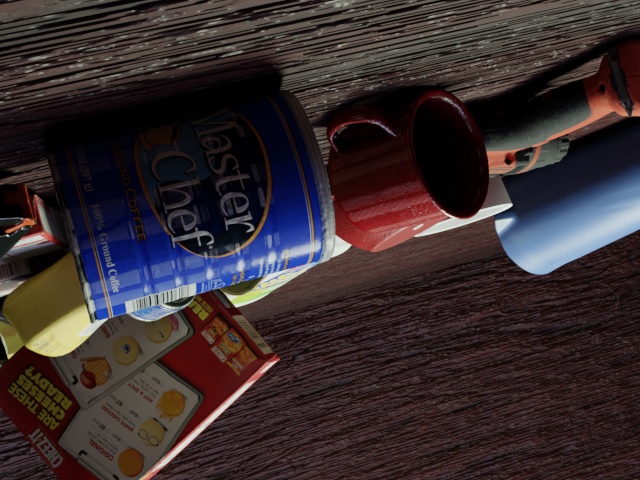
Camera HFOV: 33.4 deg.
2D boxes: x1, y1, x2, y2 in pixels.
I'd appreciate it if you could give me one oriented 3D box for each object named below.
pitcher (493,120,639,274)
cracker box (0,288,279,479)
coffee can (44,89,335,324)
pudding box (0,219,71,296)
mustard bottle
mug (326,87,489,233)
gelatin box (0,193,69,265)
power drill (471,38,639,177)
[{"bbox_3d":[0.336,-0.057,1.263,0.243,0.145,0.149,-27,-161,47],"label":"pitcher"},{"bbox_3d":[-0.168,0.118,0.967,0.214,0.164,0.072,-43,171,5],"label":"cracker box"},{"bbox_3d":[-0.074,-0.020,0.605,0.140,0.103,0.103,-15,174,-13],"label":"coffee can"},{"bbox_3d":[-0.225,0.015,0.820,0.113,0.039,0.090,-14,173,-26],"label":"pudding box"},{"bbox_3d":[-0.127,0.005,0.753,0.192,0.058,0.096,-36,174,6],"label":"mustard bottle"},{"bbox_3d":[0.052,-0.056,0.745,0.082,0.093,0.117,-16,145,41],"label":"mug"},{"bbox_3d":[-0.215,-0.004,0.718,0.073,0.030,0.089,-15,174,-4],"label":"gelatin box"},{"bbox_3d":[0.200,-0.097,0.850,0.188,0.057,0.184,-22,172,42],"label":"power drill"}]
